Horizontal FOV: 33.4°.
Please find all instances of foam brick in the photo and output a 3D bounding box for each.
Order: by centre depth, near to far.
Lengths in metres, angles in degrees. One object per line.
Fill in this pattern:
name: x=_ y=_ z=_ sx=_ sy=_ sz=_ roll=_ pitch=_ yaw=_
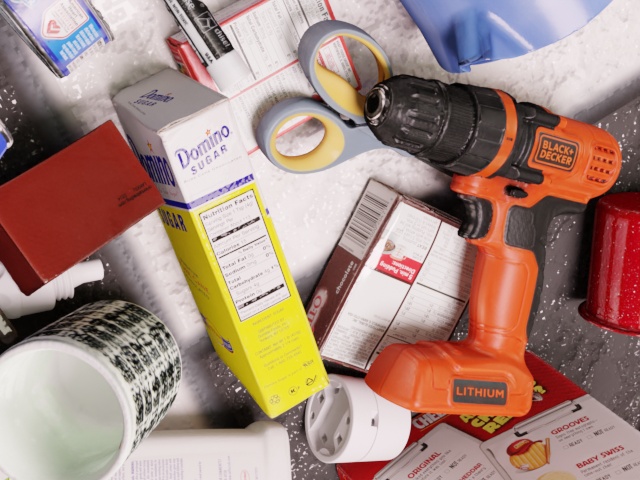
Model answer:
foam brick: x=-0.128 y=-0.016 z=0.540 sx=0.078 sy=0.051 sz=0.053 roll=-36 pitch=97 yaw=-27

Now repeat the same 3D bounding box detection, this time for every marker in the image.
marker: x=-0.076 y=-0.130 z=0.541 sx=0.020 sy=0.020 sz=0.121 roll=-36 pitch=99 yaw=-11

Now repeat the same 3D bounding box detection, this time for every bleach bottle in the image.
bleach bottle: x=-0.143 y=0.150 z=0.599 sx=0.250 sy=0.068 sz=0.102 roll=5 pitch=68 yaw=-21

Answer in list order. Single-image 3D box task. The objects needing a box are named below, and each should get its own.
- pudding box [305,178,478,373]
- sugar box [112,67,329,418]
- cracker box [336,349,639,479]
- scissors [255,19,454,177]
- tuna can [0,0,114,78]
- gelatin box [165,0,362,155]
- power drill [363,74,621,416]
pudding box: x=0.049 y=0.030 z=0.671 sx=0.089 sy=0.039 sz=0.113 roll=23 pitch=99 yaw=-32
sugar box: x=-0.054 y=0.001 z=0.577 sx=0.048 sy=0.093 sz=0.176 roll=-29 pitch=118 yaw=-15
cracker box: x=0.133 y=0.175 z=0.662 sx=0.164 sy=0.214 sz=0.072 roll=-28 pitch=120 yaw=-15
scissors: x=0.033 y=-0.050 z=0.626 sx=0.096 sy=0.016 sz=0.201 roll=-43 pitch=138 yaw=1
tuna can: x=-0.137 y=-0.118 z=0.498 sx=0.033 sy=0.086 sz=0.086 roll=-41 pitch=121 yaw=-6
gelatin box: x=-0.029 y=-0.098 z=0.591 sx=0.089 sy=0.030 sz=0.073 roll=-32 pitch=118 yaw=-13
power drill: x=0.086 y=0.006 z=0.621 sx=0.184 sy=0.057 sz=0.188 roll=10 pitch=99 yaw=-33
